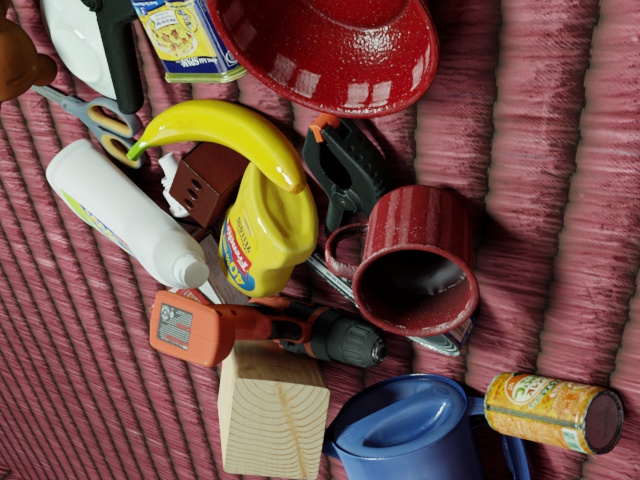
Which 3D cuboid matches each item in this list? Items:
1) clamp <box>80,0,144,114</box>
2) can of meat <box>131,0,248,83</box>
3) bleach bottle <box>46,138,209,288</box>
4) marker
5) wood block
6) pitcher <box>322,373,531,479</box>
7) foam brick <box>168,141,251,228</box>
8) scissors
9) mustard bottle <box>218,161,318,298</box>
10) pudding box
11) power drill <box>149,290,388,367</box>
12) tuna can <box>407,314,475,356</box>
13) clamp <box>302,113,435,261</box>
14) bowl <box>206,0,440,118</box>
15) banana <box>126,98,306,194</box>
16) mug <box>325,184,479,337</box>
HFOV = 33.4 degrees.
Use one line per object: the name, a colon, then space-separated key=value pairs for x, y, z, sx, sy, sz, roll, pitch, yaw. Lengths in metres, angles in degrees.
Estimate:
clamp: x=-0.183 y=-0.206 z=0.916 sx=0.164 sy=0.036 sz=0.210 roll=51 pitch=147 yaw=-5
can of meat: x=-0.097 y=-0.174 z=0.837 sx=0.102 sy=0.057 sz=0.084 roll=9 pitch=134 yaw=46
bleach bottle: x=-0.190 y=-0.019 z=1.094 sx=0.251 sy=0.068 sz=0.102 roll=34 pitch=163 yaw=48
marker: x=0.025 y=0.043 z=1.007 sx=0.121 sy=0.020 sz=0.020 roll=40 pitch=152 yaw=7
wood block: x=-0.052 y=0.156 z=1.066 sx=0.090 sy=0.091 sz=0.206 roll=7 pitch=-173 yaw=-8
pitcher: x=0.115 y=0.258 z=1.025 sx=0.149 sy=0.144 sz=0.243 roll=12 pitch=128 yaw=52
foam brick: x=-0.104 y=-0.058 z=1.006 sx=0.053 sy=0.051 sz=0.078 roll=42 pitch=152 yaw=4
scissors: x=-0.255 y=-0.129 z=1.149 sx=0.202 sy=0.016 sz=0.096 roll=17 pitch=142 yaw=41
mustard bottle: x=-0.057 y=0.001 z=1.004 sx=0.096 sy=0.058 sz=0.192 roll=68 pitch=157 yaw=15
pudding box: x=-0.136 y=0.033 z=1.186 sx=0.090 sy=0.039 sz=0.113 roll=13 pitch=142 yaw=44
power drill: x=-0.052 y=0.087 z=1.018 sx=0.185 sy=0.187 sz=0.057 roll=11 pitch=93 yaw=45
tuna can: x=0.088 y=0.062 z=0.908 sx=0.086 sy=0.033 sz=0.086 roll=29 pitch=167 yaw=7
clamp: x=0.024 y=-0.040 z=0.876 sx=0.120 sy=0.039 sz=0.171 roll=7 pitch=137 yaw=42
bowl: x=0.009 y=-0.155 z=0.699 sx=0.162 sy=0.055 sz=0.162 roll=18 pitch=148 yaw=12
banana: x=-0.084 y=-0.087 z=0.931 sx=0.198 sy=0.069 sz=0.037 roll=13 pitch=180 yaw=35
mug: x=0.062 y=0.011 z=0.808 sx=0.117 sy=0.081 sz=0.093 roll=4 pitch=131 yaw=6
